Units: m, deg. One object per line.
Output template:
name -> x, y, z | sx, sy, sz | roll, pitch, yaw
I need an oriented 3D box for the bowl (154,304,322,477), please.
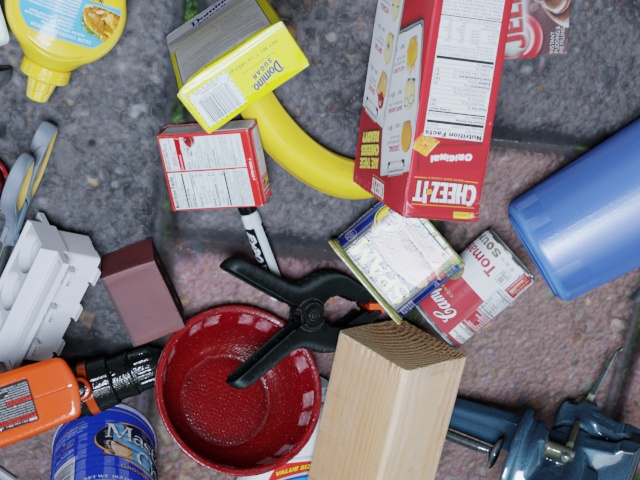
bowl -> -0.083, 0.145, 1.008 | 0.162, 0.055, 0.162 | 8, 67, -19

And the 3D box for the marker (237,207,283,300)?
marker -> -0.057, 0.001, 0.996 | 0.020, 0.020, 0.121 | -20, 115, -2

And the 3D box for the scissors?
scissors -> -0.270, -0.007, 0.917 | 0.016, 0.096, 0.202 | 23, 105, -5

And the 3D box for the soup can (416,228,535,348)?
soup can -> 0.147, 0.046, 1.026 | 0.102, 0.068, 0.068 | -42, 114, 8

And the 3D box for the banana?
banana -> -0.007, -0.087, 0.960 | 0.197, 0.037, 0.069 | 27, 87, -21

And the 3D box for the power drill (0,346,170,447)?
power drill -> -0.229, 0.137, 0.938 | 0.184, 0.187, 0.057 | -20, 83, -2

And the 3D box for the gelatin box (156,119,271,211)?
gelatin box -> -0.094, -0.066, 0.939 | 0.089, 0.030, 0.073 | -2, 116, 17

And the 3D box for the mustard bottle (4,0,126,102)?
mustard bottle -> -0.200, -0.201, 0.859 | 0.096, 0.058, 0.192 | 16, 109, -23

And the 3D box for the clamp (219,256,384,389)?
clamp -> -0.020, 0.060, 0.999 | 0.171, 0.039, 0.120 | -16, 106, -30

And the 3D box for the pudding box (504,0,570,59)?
pudding box -> 0.170, -0.216, 0.932 | 0.090, 0.039, 0.113 | -6, 114, -7

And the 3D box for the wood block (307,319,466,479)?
wood block -> 0.057, 0.190, 1.020 | 0.090, 0.091, 0.206 | -6, 116, -44

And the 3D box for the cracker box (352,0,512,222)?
cracker box -> 0.090, -0.135, 0.866 | 0.072, 0.164, 0.214 | 4, 102, -13

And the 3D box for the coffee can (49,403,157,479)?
coffee can -> -0.203, 0.232, 1.003 | 0.102, 0.140, 0.103 | -4, 114, -9

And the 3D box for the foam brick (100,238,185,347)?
foam brick -> -0.163, 0.047, 0.978 | 0.051, 0.053, 0.078 | -21, 116, -1

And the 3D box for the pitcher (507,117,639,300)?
pitcher -> 0.306, -0.042, 0.994 | 0.243, 0.145, 0.149 | -30, 103, 8

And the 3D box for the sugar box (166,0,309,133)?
sugar box -> -0.070, -0.150, 0.841 | 0.093, 0.176, 0.048 | -33, 113, 5

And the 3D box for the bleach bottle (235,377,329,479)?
bleach bottle -> -0.047, 0.251, 1.085 | 0.102, 0.068, 0.251 | 11, 109, -16

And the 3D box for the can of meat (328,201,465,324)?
can of meat -> 0.072, 0.012, 0.992 | 0.084, 0.057, 0.102 | -40, 90, 5
